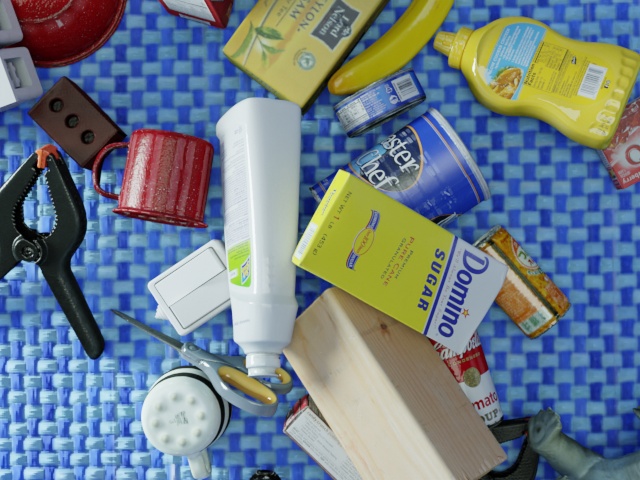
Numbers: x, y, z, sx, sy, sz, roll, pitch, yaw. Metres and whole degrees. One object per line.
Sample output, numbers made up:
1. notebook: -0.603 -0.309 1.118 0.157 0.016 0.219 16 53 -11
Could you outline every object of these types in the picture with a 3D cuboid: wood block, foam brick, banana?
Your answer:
1. wood block: 0.064 0.144 0.976 0.090 0.090 0.206 -46 69 36
2. foam brick: -0.237 -0.114 1.045 0.078 0.051 0.053 44 91 1
3. banana: 0.082 -0.211 1.032 0.069 0.037 0.198 33 93 -36

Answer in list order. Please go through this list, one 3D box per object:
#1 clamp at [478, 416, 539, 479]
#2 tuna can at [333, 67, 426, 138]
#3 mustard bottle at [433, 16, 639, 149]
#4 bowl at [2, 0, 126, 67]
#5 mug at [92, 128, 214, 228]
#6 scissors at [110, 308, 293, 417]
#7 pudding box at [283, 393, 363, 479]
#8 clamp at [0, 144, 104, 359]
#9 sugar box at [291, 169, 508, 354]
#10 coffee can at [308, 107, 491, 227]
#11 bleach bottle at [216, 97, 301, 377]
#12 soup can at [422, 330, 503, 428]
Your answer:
1. clamp: 0.144 0.229 1.041 0.120 0.039 0.171 36 94 -4
2. tuna can: 0.057 -0.131 1.019 0.086 0.086 0.034 -27 91 1
3. mustard bottle: 0.199 -0.162 1.018 0.192 0.058 0.096 22 81 14
4. bowl: -0.273 -0.253 1.045 0.162 0.055 0.162 0 90 1
5. mug: -0.159 -0.061 1.024 0.117 0.093 0.081 9 86 -6
6. scissors: -0.108 0.111 1.051 0.202 0.096 0.016 32 114 30
7. pudding box: 0.015 0.200 1.018 0.113 0.090 0.039 42 90 1
8. clamp: -0.288 0.010 1.036 0.164 0.036 0.210 6 106 3
9. sugar box: 0.072 0.020 0.946 0.176 0.048 0.093 29 92 -13
10. coffee can: 0.075 -0.045 1.010 0.140 0.103 0.103 -33 89 1
11. bleach bottle: -0.056 0.001 0.989 0.068 0.103 0.251 4 77 -22
12. soup can: 0.130 0.132 1.026 0.068 0.068 0.102 -17 90 1
